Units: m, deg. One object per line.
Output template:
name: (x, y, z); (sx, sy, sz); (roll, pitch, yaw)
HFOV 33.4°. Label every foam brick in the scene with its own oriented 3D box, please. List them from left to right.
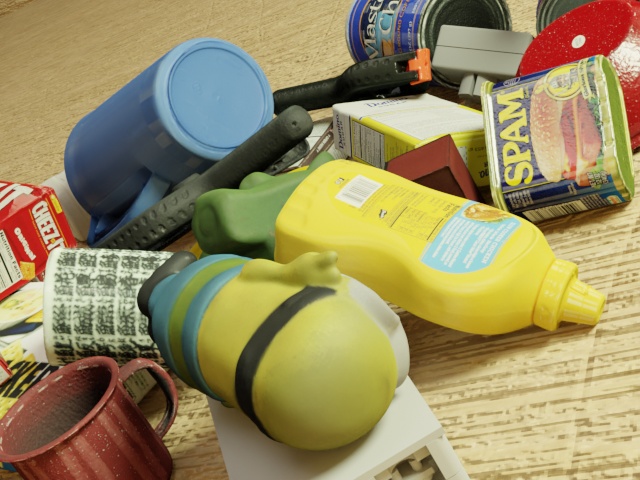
foam brick: (0.081, -0.022, 0.730); (0.053, 0.078, 0.051); (-23, 25, 20)

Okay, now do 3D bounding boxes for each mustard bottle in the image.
mustard bottle: (0.075, 0.010, 0.637); (0.192, 0.058, 0.096); (19, 35, 23)

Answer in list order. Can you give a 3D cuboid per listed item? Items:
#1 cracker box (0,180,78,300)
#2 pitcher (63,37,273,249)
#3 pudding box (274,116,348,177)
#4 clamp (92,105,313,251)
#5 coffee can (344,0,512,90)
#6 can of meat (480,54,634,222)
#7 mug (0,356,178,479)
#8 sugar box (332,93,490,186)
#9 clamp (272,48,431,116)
cracker box: (-0.349, 0.021, 0.933); (0.164, 0.072, 0.213); (9, 36, 39)
pitcher: (-0.142, -0.086, 0.973); (0.144, 0.149, 0.243); (-19, -2, -30)
pudding box: (-0.034, -0.070, 0.998); (0.114, 0.039, 0.090); (-12, 32, 40)
clamp: (-0.089, -0.034, 0.812); (0.210, 0.036, 0.164); (-34, -1, -8)
coffee can: (0.100, -0.199, 1.017); (0.102, 0.102, 0.140); (-37, 25, -15)
can of meat: (0.159, -0.066, 0.713); (0.084, 0.057, 0.102); (-13, 68, 27)
mug: (-0.140, 0.127, 0.685); (0.117, 0.081, 0.093); (-43, 27, -27)
sugar box: (0.082, -0.079, 0.846); (0.093, 0.048, 0.176); (-9, 16, -17)
clamp: (0.032, -0.136, 0.955); (0.120, 0.039, 0.172); (-9, -5, -25)
